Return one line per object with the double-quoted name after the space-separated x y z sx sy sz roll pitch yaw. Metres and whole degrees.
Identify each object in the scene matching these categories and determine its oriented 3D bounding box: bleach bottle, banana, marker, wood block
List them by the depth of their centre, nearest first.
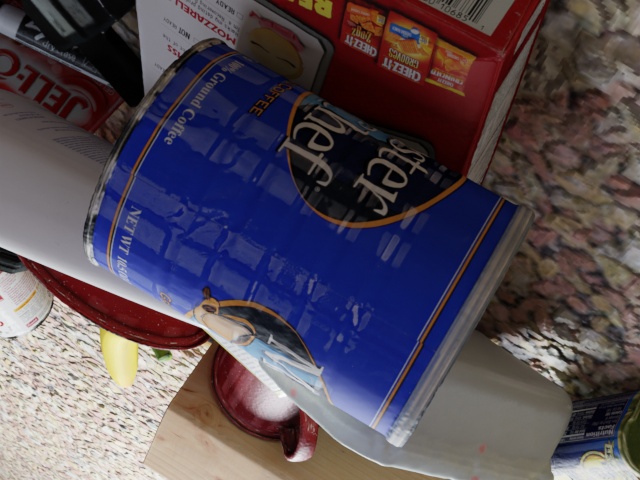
-0.074 0.001 0.506 0.251 0.068 0.102 24 -168 15 "bleach bottle"
-0.155 -0.115 0.617 0.121 0.020 0.020 25 153 -10 "marker"
-0.014 0.167 0.782 0.206 0.090 0.090 31 135 3 "wood block"
-0.170 0.087 0.932 0.198 0.037 0.069 143 112 -68 "banana"

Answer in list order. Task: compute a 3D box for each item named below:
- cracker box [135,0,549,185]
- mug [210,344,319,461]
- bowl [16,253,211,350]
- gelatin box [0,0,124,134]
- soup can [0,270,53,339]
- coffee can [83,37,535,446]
0.002 -0.072 0.484 0.164 0.072 0.214 29 152 12 "cracker box"
-0.020 0.089 0.716 0.093 0.117 0.082 2 151 -17 "mug"
-0.119 -0.006 0.682 0.162 0.162 0.055 38 110 -4 "bowl"
-0.168 -0.094 0.634 0.089 0.073 0.030 39 152 -6 "gelatin box"
-0.299 0.035 0.982 0.069 0.068 0.102 15 146 34 "soup can"
-0.004 0.000 0.413 0.140 0.102 0.103 30 152 8 "coffee can"
